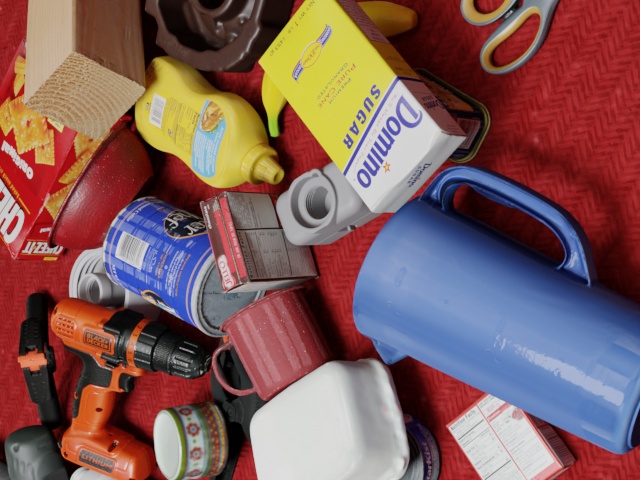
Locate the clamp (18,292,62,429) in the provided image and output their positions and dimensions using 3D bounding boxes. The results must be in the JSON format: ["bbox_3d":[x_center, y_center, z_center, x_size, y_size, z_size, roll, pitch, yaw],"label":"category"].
[{"bbox_3d":[-0.318,0.126,1.201,0.210,0.036,0.164,126,134,-74],"label":"clamp"}]

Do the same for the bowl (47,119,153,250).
[{"bbox_3d":[-0.225,-0.047,1.140,0.055,0.162,0.162,32,114,-3],"label":"bowl"}]

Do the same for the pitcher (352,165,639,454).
[{"bbox_3d":[0.158,0.057,0.842,0.243,0.149,0.145,26,64,30],"label":"pitcher"}]

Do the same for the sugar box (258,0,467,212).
[{"bbox_3d":[0.031,-0.117,0.877,0.093,0.048,0.176,-49,63,28],"label":"sugar box"}]

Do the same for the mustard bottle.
[{"bbox_3d":[-0.108,-0.108,1.082,0.192,0.058,0.096,35,122,32],"label":"mustard bottle"}]

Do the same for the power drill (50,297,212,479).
[{"bbox_3d":[-0.206,0.164,1.140,0.185,0.057,0.188,18,113,19],"label":"power drill"}]

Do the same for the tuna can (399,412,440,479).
[{"bbox_3d":[0.066,0.200,0.973,0.086,0.033,0.086,1,92,38],"label":"tuna can"}]

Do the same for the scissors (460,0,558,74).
[{"bbox_3d":[0.189,-0.228,0.878,0.096,0.016,0.202,50,119,25],"label":"scissors"}]

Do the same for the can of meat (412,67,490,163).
[{"bbox_3d":[0.082,-0.111,0.921,0.102,0.083,0.057,38,113,30],"label":"can of meat"}]

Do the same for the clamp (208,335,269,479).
[{"bbox_3d":[-0.071,0.177,1.073,0.120,0.039,0.171,1,95,40],"label":"clamp"}]

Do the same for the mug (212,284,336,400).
[{"bbox_3d":[-0.048,0.105,1.017,0.117,0.093,0.081,-29,77,3],"label":"mug"}]

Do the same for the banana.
[{"bbox_3d":[0.005,-0.178,1.012,0.198,0.037,0.069,-35,96,35],"label":"banana"}]

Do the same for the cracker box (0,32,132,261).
[{"bbox_3d":[-0.324,-0.108,1.235,0.164,0.071,0.214,49,118,32],"label":"cracker box"}]

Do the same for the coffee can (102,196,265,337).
[{"bbox_3d":[-0.137,0.025,1.081,0.140,0.102,0.103,23,105,35],"label":"coffee can"}]

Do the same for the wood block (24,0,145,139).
[{"bbox_3d":[-0.247,-0.220,1.120,0.091,0.090,0.206,-39,43,31],"label":"wood block"}]

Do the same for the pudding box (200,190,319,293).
[{"bbox_3d":[-0.057,0.001,1.012,0.039,0.113,0.090,-22,77,35],"label":"pudding box"}]

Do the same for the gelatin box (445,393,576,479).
[{"bbox_3d":[0.160,0.171,0.902,0.073,0.030,0.089,-46,65,30],"label":"gelatin box"}]
